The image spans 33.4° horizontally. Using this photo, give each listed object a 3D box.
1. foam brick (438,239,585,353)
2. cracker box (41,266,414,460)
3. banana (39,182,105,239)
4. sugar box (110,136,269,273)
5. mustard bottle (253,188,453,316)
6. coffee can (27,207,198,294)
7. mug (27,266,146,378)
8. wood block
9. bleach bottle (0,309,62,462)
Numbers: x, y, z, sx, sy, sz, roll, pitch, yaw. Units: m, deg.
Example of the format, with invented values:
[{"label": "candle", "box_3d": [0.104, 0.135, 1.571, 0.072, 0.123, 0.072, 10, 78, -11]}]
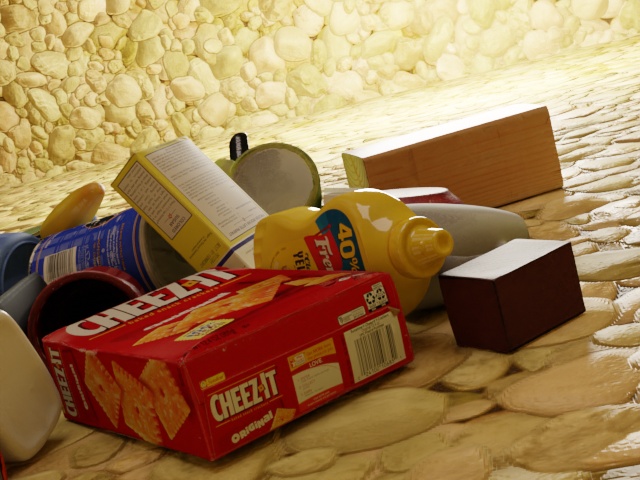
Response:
[{"label": "foam brick", "box_3d": [0.127, 0.035, 0.705, 0.078, 0.051, 0.053, -22, 14, -32]}, {"label": "cracker box", "box_3d": [-0.070, 0.072, 0.724, 0.163, 0.072, 0.214, -22, 13, -34]}, {"label": "banana", "box_3d": [-0.251, -0.023, 1.066, 0.069, 0.037, 0.198, -56, 12, -11]}, {"label": "sugar box", "box_3d": [-0.083, -0.008, 0.895, 0.048, 0.176, 0.093, -46, -5, 27]}, {"label": "mustard bottle", "box_3d": [0.026, 0.014, 0.761, 0.058, 0.096, 0.192, -17, 2, -35]}, {"label": "coffee can", "box_3d": [-0.177, 0.026, 0.962, 0.141, 0.103, 0.102, -17, 9, 29]}, {"label": "mug", "box_3d": [-0.168, 0.065, 0.857, 0.117, 0.093, 0.081, -1, 6, -3]}, {"label": "wood block", "box_3d": [0.139, -0.075, 1.132, 0.206, 0.091, 0.090, -16, 12, -11]}, {"label": "bleach bottle", "box_3d": [-0.306, 0.112, 0.746, 0.251, 0.102, 0.068, -9, 32, 27]}]
